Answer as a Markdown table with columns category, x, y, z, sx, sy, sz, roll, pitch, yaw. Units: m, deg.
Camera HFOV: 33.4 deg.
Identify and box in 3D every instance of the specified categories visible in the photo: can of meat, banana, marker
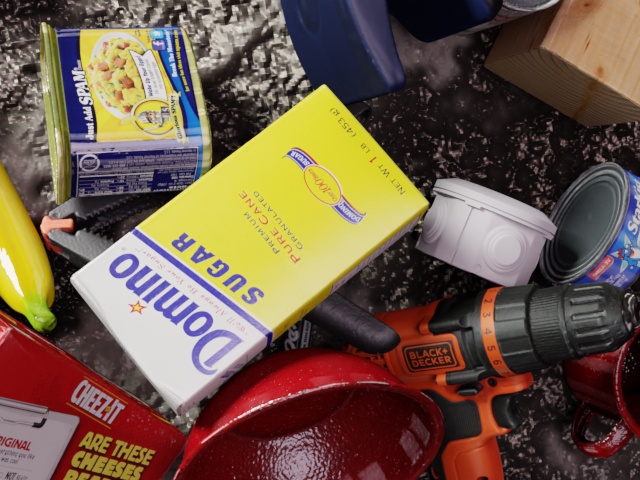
| category | x | y | z | sx | sy | sz | roll | pitch | yaw |
| --- | --- | --- | --- | --- | --- | --- | --- | --- | --- |
| can of meat | -0.112 | -0.074 | 0.604 | 0.083 | 0.057 | 0.102 | -5 | 61 | -17 |
| banana | -0.192 | -0.037 | 0.595 | 0.037 | 0.070 | 0.198 | -28 | 89 | -28 |
| marker | -0.013 | 0.054 | 0.672 | 0.020 | 0.020 | 0.121 | 9 | 91 | -15 |

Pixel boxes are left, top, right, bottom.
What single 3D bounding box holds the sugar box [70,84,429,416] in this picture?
| category | x | y | z | sx | sy | sz | roll | pitch | yaw |
| --- | --- | --- | --- | --- | --- | --- | --- | --- | --- |
| sugar box | -0.037 | 0.004 | 0.583 | 0.176 | 0.048 | 0.093 | -39 | 82 | -14 |

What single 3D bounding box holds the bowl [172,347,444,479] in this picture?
| category | x | y | z | sx | sy | sz | roll | pitch | yaw |
| --- | --- | --- | --- | --- | --- | --- | --- | --- | --- |
| bowl | -0.013 | 0.111 | 0.618 | 0.162 | 0.055 | 0.162 | -12 | 139 | -11 |

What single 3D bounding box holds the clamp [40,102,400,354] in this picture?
| category | x | y | z | sx | sy | sz | roll | pitch | yaw |
| --- | --- | --- | --- | --- | --- | --- | --- | --- | --- |
| clamp | -0.054 | 0.001 | 0.627 | 0.209 | 0.036 | 0.164 | -9 | 67 | -11 |

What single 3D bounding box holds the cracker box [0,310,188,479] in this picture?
| category | x | y | z | sx | sy | sz | roll | pitch | yaw |
| --- | --- | --- | --- | --- | --- | --- | --- | --- | --- |
| cracker box | -0.194 | 0.150 | 0.561 | 0.213 | 0.072 | 0.164 | -54 | 142 | -9 |

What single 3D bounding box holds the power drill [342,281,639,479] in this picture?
| category | x | y | z | sx | sy | sz | roll | pitch | yaw |
| --- | --- | --- | --- | --- | --- | --- | --- | --- | --- |
| power drill | 0.119 | 0.118 | 0.647 | 0.057 | 0.185 | 0.187 | -33 | 108 | -55 |
